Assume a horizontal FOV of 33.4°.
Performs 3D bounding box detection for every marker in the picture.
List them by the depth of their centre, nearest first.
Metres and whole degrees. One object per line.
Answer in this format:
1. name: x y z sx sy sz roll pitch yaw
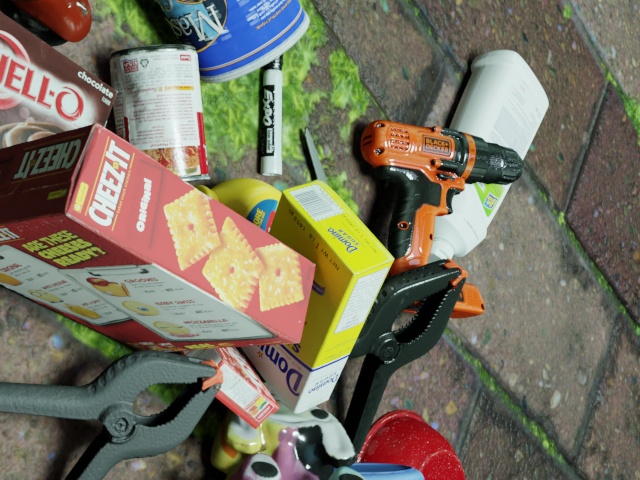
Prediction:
1. marker: -0.043 -0.119 0.949 0.020 0.020 0.121 5 85 -48

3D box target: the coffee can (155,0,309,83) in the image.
1. coffee can: -0.085 -0.210 0.841 0.102 0.103 0.140 -52 125 -36

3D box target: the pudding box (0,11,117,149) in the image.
1. pudding box: -0.206 -0.092 0.747 0.113 0.039 0.090 35 63 -42

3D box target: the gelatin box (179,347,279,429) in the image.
1. gelatin box: -0.078 0.100 0.850 0.030 0.089 0.073 -43 125 -1

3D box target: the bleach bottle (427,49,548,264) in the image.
1. bleach bottle: 0.165 -0.082 1.153 0.102 0.068 0.250 47 58 -32

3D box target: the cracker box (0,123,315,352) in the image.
1. cracker box: -0.133 0.008 0.732 0.213 0.164 0.072 35 58 -42

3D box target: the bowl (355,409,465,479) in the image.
1. bowl: 0.098 0.253 1.068 0.161 0.055 0.162 2 88 -48

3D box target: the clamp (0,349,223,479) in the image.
1. clamp: -0.149 0.137 0.762 0.171 0.039 0.120 -14 112 -14

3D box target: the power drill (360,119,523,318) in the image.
1. power drill: 0.123 -0.020 1.056 0.184 0.057 0.187 8 75 -24

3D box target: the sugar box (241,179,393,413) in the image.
1. sugar box: -0.011 0.048 0.829 0.048 0.093 0.176 -18 145 -36

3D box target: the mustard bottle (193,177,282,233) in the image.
1. mustard bottle: -0.056 0.001 0.897 0.191 0.058 0.096 30 88 -43

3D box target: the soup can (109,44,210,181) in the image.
1. soup can: -0.123 -0.095 0.820 0.068 0.069 0.102 -9 95 -48

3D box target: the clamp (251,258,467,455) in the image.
1. clamp: 0.054 0.102 0.973 0.210 0.036 0.164 -38 130 -7
